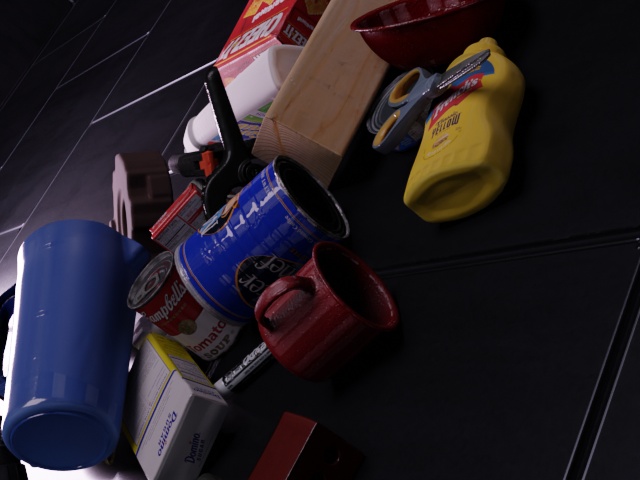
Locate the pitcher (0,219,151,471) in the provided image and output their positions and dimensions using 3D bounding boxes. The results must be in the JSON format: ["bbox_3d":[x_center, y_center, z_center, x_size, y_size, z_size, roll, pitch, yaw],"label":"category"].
[{"bbox_3d":[-0.259,0.108,1.072,0.243,0.144,0.149,-96,29,-47],"label":"pitcher"}]

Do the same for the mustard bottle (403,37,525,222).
[{"bbox_3d":[0.131,-0.108,0.922,0.096,0.058,0.191,-31,31,45],"label":"mustard bottle"}]

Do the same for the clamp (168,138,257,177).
[{"bbox_3d":[-0.134,-0.093,1.246,0.120,0.039,0.171,-16,5,9],"label":"clamp"}]

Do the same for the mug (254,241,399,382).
[{"bbox_3d":[-0.004,0.059,0.861,0.082,0.117,0.093,-45,52,23],"label":"mug"}]

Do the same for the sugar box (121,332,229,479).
[{"bbox_3d":[-0.145,0.160,1.012,0.093,0.048,0.176,-65,28,5],"label":"sugar box"}]

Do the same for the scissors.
[{"bbox_3d":[0.089,-0.117,0.926,0.096,0.016,0.202,-62,14,0],"label":"scissors"}]

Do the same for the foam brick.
[{"bbox_3d":[-0.015,0.175,0.788,0.051,0.053,0.078,-2,54,58],"label":"foam brick"}]

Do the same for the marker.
[{"bbox_3d":[-0.053,0.105,0.982,0.121,0.020,0.020,-42,26,17],"label":"marker"}]

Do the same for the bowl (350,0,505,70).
[{"bbox_3d":[0.113,-0.207,1.044,0.162,0.055,0.162,-15,19,5],"label":"bowl"}]

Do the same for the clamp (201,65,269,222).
[{"bbox_3d":[-0.061,-0.072,1.149,0.036,0.164,0.210,136,145,-78],"label":"clamp"}]

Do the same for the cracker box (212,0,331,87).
[{"bbox_3d":[-0.049,-0.313,1.474,0.164,0.072,0.213,-17,42,50],"label":"cracker box"}]

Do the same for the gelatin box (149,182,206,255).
[{"bbox_3d":[-0.133,-0.009,1.183,0.073,0.089,0.030,-48,25,6],"label":"gelatin box"}]

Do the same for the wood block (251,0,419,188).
[{"bbox_3d":[0.017,-0.168,1.120,0.206,0.090,0.091,-63,1,-24],"label":"wood block"}]

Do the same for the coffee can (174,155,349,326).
[{"bbox_3d":[-0.057,0.001,1.030,0.140,0.102,0.103,-41,27,19],"label":"coffee can"}]

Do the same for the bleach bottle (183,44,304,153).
[{"bbox_3d":[-0.089,-0.155,1.321,0.251,0.102,0.068,-30,65,49],"label":"bleach bottle"}]

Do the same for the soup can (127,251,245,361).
[{"bbox_3d":[-0.132,0.067,1.065,0.069,0.102,0.068,-38,28,24],"label":"soup can"}]

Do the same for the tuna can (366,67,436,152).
[{"bbox_3d":[0.088,-0.129,1.048,0.086,0.033,0.086,-38,28,24],"label":"tuna can"}]
